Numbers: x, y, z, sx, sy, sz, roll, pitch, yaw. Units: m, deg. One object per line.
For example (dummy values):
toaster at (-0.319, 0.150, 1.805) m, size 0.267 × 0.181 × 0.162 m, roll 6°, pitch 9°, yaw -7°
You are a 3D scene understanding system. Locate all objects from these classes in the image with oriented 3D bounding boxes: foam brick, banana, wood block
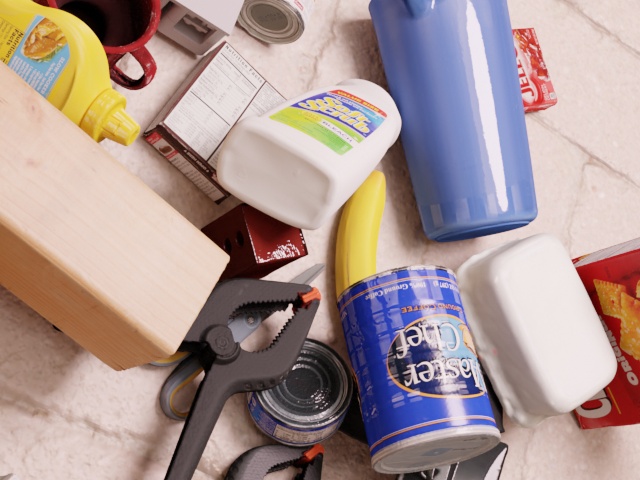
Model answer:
foam brick at (-0.056, 0.001, 0.879) m, size 0.051 × 0.078 × 0.053 m, roll -11°, pitch 80°, yaw -34°
banana at (0.041, 0.030, 0.961) m, size 0.069 × 0.037 × 0.198 m, roll 8°, pitch 72°, yaw -51°
wood block at (-0.177, -0.010, 0.727) m, size 0.206 × 0.091 × 0.090 m, roll 42°, pitch 56°, yaw -21°

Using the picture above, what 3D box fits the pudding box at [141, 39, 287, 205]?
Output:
pudding box at (-0.085, -0.102, 0.915) m, size 0.090 × 0.039 × 0.113 m, roll 42°, pitch 55°, yaw -16°

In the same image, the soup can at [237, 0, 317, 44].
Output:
soup can at (-0.032, -0.238, 0.972) m, size 0.068 × 0.069 × 0.102 m, roll 30°, pitch 62°, yaw -22°

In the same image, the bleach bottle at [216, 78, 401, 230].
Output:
bleach bottle at (0.006, -0.093, 0.913) m, size 0.102 × 0.068 × 0.250 m, roll 29°, pitch 28°, yaw 5°

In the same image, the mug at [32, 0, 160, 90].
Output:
mug at (-0.177, -0.168, 0.847) m, size 0.117 × 0.082 × 0.093 m, roll 46°, pitch 57°, yaw -13°

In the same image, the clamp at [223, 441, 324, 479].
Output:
clamp at (-0.063, 0.209, 0.832) m, size 0.120 × 0.039 × 0.171 m, roll 45°, pitch 47°, yaw -6°

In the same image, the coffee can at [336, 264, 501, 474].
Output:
coffee can at (0.076, 0.104, 0.854) m, size 0.102 × 0.103 × 0.140 m, roll 4°, pitch 61°, yaw -32°

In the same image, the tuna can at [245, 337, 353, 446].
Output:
tuna can at (-0.017, 0.122, 0.873) m, size 0.086 × 0.034 × 0.086 m, roll 6°, pitch 54°, yaw -9°

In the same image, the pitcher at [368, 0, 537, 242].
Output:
pitcher at (0.136, -0.125, 1.021) m, size 0.149 × 0.145 × 0.243 m, roll -7°, pitch 84°, yaw -22°

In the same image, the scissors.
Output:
scissors at (-0.078, 0.059, 0.885) m, size 0.096 × 0.016 × 0.201 m, roll 45°, pitch 57°, yaw -14°

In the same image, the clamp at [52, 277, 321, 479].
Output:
clamp at (-0.080, 0.096, 0.827) m, size 0.209 × 0.036 × 0.164 m, roll -19°, pitch 74°, yaw -30°

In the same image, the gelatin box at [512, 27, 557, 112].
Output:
gelatin box at (0.206, -0.179, 1.132) m, size 0.073 × 0.030 × 0.089 m, roll -12°, pitch 82°, yaw -35°

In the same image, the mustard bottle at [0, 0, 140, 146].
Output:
mustard bottle at (-0.213, -0.128, 0.773) m, size 0.191 × 0.096 × 0.058 m, roll 34°, pitch 13°, yaw 5°
